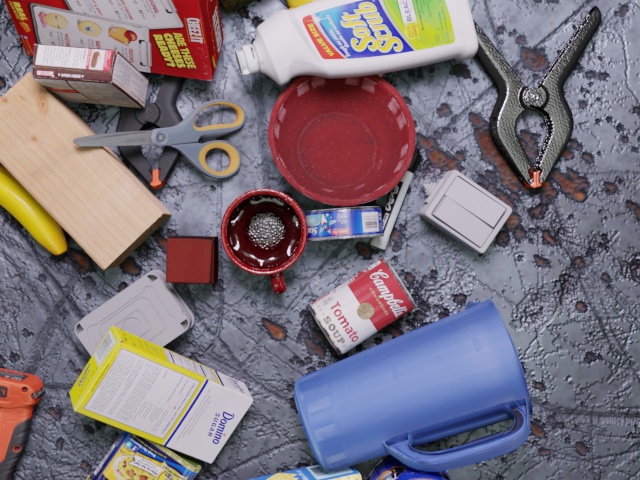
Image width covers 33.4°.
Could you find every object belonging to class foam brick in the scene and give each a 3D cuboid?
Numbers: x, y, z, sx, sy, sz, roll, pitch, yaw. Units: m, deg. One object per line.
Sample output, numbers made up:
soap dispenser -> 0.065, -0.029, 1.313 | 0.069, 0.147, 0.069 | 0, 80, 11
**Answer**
foam brick -> -0.140, 0.020, 1.176 | 0.051, 0.078, 0.053 | 1, 89, -1

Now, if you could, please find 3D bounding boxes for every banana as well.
banana -> -0.362, -0.052, 1.186 | 0.198, 0.037, 0.070 | 24, 117, 5

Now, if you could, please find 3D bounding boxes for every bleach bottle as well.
bleach bottle -> 0.035, -0.214, 1.142 | 0.250, 0.068, 0.102 | -16, 95, -7

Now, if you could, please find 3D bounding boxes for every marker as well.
marker -> 0.087, -0.048, 1.209 | 0.020, 0.020, 0.121 | 22, 91, -2

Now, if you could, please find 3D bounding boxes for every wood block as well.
wood block -> -0.268, -0.073, 1.163 | 0.090, 0.091, 0.206 | -44, 92, 0

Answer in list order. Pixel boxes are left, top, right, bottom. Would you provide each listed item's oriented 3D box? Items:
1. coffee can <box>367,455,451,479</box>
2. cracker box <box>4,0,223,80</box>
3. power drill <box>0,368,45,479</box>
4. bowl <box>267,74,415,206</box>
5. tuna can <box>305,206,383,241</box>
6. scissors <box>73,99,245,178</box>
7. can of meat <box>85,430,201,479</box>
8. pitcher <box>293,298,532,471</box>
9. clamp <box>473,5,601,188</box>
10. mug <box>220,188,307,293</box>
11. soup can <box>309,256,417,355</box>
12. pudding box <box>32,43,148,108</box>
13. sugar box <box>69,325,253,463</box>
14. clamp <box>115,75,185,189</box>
coffee can -> 0.103, 0.293, 1.157 | 0.103, 0.140, 0.103 | 0, 91, -2
cracker box -> -0.217, -0.253, 1.108 | 0.214, 0.164, 0.072 | 8, 62, 6
power drill -> -0.392, 0.233, 1.186 | 0.184, 0.057, 0.188 | 11, 94, -6
bowl -> 0.021, -0.108, 1.176 | 0.162, 0.055, 0.162 | 1, 76, -5
tuna can -> 0.026, -0.018, 1.175 | 0.086, 0.086, 0.034 | -4, 90, -2
scissors -> -0.164, -0.095, 1.159 | 0.201, 0.016, 0.096 | -24, 108, -30
can of meat -> -0.196, 0.260, 1.191 | 0.102, 0.057, 0.084 | 35, 88, -3
pitcher -> 0.102, 0.171, 1.156 | 0.243, 0.149, 0.145 | -20, 94, 2
clamp -> 0.227, -0.165, 1.201 | 0.164, 0.036, 0.210 | 5, 92, -2
mug -> -0.058, 0.001, 1.175 | 0.093, 0.081, 0.117 | -18, 92, -1
soup can -> 0.047, 0.073, 1.187 | 0.102, 0.068, 0.068 | -33, 92, 0
pudding box -> -0.240, -0.171, 1.120 | 0.090, 0.113, 0.039 | 5, 86, 8
sugar box -> -0.171, 0.169, 1.157 | 0.176, 0.048, 0.093 | 29, 100, -31
clamp -> -0.182, -0.147, 1.190 | 0.120, 0.039, 0.171 | -16, 89, 4
